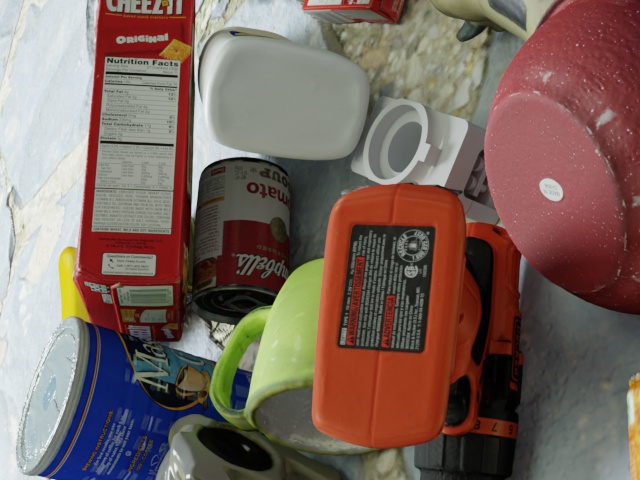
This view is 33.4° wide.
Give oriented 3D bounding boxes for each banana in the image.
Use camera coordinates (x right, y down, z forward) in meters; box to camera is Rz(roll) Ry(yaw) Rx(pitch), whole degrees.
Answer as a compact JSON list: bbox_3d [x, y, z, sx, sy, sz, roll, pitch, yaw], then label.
[{"bbox_3d":[-0.223,0.080,0.968,0.070,0.037,0.198,-34,49,40],"label":"banana"}]

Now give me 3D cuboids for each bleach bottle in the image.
[{"bbox_3d":[-0.046,-0.115,0.737,0.251,0.102,0.068,-131,51,-68],"label":"bleach bottle"}]

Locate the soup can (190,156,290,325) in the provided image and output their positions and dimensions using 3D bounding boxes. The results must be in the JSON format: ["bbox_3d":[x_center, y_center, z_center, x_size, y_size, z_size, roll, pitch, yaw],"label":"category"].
[{"bbox_3d":[-0.055,0.001,0.752,0.069,0.068,0.102,-28,53,45],"label":"soup can"}]

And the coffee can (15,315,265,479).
[{"bbox_3d":[-0.114,0.118,0.700,0.103,0.140,0.103,-44,35,42],"label":"coffee can"}]

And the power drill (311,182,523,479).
[{"bbox_3d":[0.052,0.064,0.486,0.057,0.187,0.184,0,75,19],"label":"power drill"}]

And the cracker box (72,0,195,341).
[{"bbox_3d":[-0.124,-0.051,0.740,0.164,0.072,0.213,110,161,-71],"label":"cracker box"}]

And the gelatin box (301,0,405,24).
[{"bbox_3d":[0.032,-0.192,0.757,0.089,0.030,0.073,16,87,55],"label":"gelatin box"}]
